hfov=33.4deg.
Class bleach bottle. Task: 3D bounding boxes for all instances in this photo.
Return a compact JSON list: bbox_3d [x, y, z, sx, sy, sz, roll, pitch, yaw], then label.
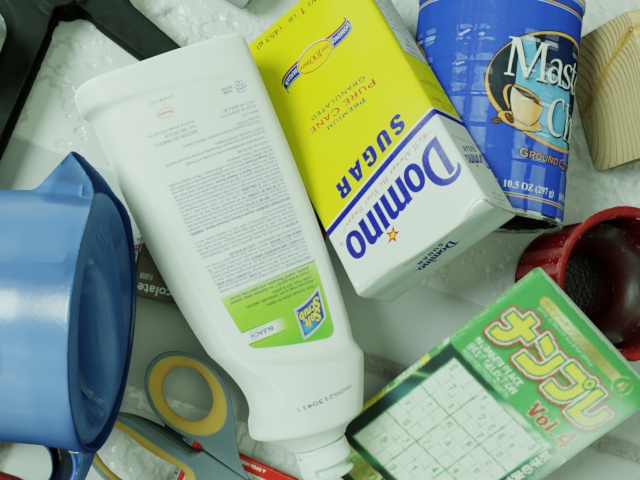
[{"bbox_3d":[-0.045,0.019,0.596,0.102,0.068,0.251,-21,95,-15],"label":"bleach bottle"}]

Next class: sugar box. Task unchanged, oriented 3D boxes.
[{"bbox_3d":[0.028,-0.063,0.613,0.093,0.048,0.176,-38,62,23],"label":"sugar box"}]

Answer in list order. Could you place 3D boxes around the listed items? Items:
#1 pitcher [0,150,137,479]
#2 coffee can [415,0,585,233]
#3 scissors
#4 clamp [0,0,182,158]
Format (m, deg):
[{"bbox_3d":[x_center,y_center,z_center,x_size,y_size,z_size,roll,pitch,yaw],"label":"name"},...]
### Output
[{"bbox_3d":[-0.221,0.045,0.543,0.243,0.145,0.149,2,49,4],"label":"pitcher"},{"bbox_3d":[0.104,-0.081,0.655,0.102,0.103,0.140,8,85,-12],"label":"coffee can"},{"bbox_3d":[-0.038,0.134,0.624,0.201,0.016,0.096,23,77,-10],"label":"scissors"},{"bbox_3d":[-0.142,-0.142,0.636,0.164,0.036,0.210,-9,86,-10],"label":"clamp"}]
